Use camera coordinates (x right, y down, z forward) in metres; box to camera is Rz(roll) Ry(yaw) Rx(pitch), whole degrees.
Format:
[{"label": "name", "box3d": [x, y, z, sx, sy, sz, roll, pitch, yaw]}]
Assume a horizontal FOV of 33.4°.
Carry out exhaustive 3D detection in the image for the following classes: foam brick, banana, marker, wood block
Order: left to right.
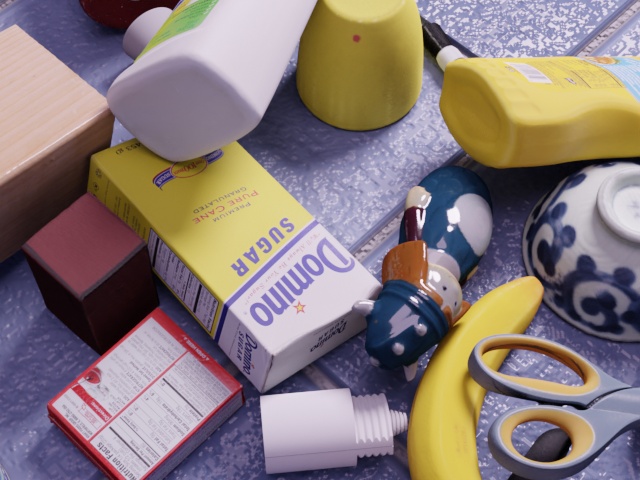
[{"label": "wood block", "box3d": [-0.226, -0.027, 0.617, 0.091, 0.090, 0.205, 39, 52, 11]}, {"label": "foam brick", "box3d": [-0.133, 0.021, 0.629, 0.053, 0.078, 0.051, 39, 66, 18]}, {"label": "marker", "box3d": [0.104, -0.108, 0.740, 0.020, 0.020, 0.121, -25, 62, -15]}, {"label": "banana", "box3d": [0.086, 0.093, 0.598, 0.069, 0.037, 0.197, 9, 46, 6]}]

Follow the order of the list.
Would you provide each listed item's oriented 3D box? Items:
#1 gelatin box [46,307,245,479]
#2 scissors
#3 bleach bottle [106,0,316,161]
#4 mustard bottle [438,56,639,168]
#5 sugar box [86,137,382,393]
[{"label": "gelatin box", "box3d": [-0.100, 0.094, 0.613, 0.073, 0.030, 0.089, 40, 67, 19]}, {"label": "scissors", "box3d": [0.173, 0.102, 0.565, 0.202, 0.016, 0.096, 17, 48, 7]}, {"label": "bleach bottle", "box3d": [-0.037, -0.167, 0.673, 0.103, 0.068, 0.250, -16, 40, 44]}, {"label": "mustard bottle", "box3d": [0.180, -0.087, 0.690, 0.191, 0.058, 0.096, -6, 31, -21]}, {"label": "sugar box", "box3d": [-0.054, 0.001, 0.649, 0.093, 0.048, 0.176, -29, 61, -35]}]
